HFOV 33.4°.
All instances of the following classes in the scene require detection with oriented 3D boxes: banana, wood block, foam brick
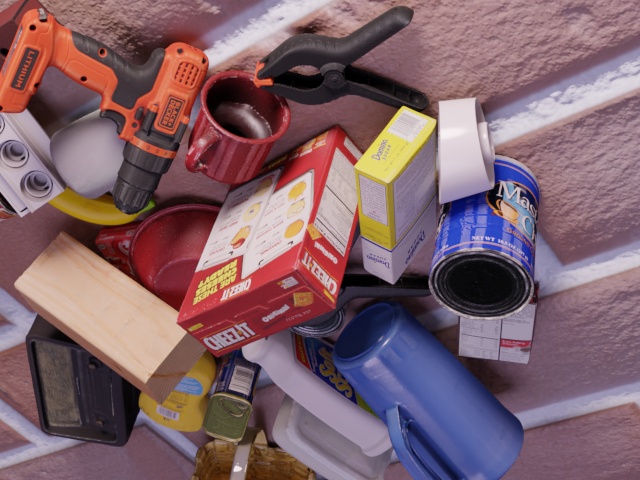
[{"bbox_3d":[-0.290,-0.065,1.228,0.197,0.037,0.070,26,113,-14],"label":"banana"},{"bbox_3d":[-0.247,0.091,1.261,0.206,0.090,0.091,33,162,18],"label":"wood block"},{"bbox_3d":[-0.308,-0.202,1.077,0.078,0.051,0.053,-23,125,33],"label":"foam brick"}]

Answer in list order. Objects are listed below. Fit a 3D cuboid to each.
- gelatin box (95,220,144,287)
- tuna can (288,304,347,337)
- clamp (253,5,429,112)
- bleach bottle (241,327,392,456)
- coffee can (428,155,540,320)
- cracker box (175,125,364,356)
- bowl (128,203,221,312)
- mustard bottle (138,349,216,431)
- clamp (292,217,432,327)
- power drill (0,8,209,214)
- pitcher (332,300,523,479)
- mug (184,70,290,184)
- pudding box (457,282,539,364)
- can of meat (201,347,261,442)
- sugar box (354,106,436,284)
[{"bbox_3d":[-0.219,0.019,1.294,0.073,0.030,0.089,-8,133,21],"label":"gelatin box"},{"bbox_3d":[-0.010,0.078,1.295,0.086,0.033,0.086,8,136,7],"label":"tuna can"},{"bbox_3d":[0.023,-0.161,1.039,0.172,0.039,0.120,-7,130,22],"label":"clamp"},{"bbox_3d":[-0.010,0.169,1.339,0.250,0.102,0.068,34,130,-20],"label":"bleach bottle"},{"bbox_3d":[0.169,-0.004,1.085,0.103,0.140,0.103,8,136,7],"label":"coffee can"},{"bbox_3d":[-0.042,0.001,1.094,0.164,0.213,0.072,-25,123,34],"label":"cracker box"},{"bbox_3d":[-0.146,0.035,1.248,0.162,0.055,0.162,-1,131,-2],"label":"bowl"},{"bbox_3d":[-0.189,0.179,1.430,0.096,0.058,0.192,22,137,5],"label":"mustard bottle"},{"bbox_3d":[0.011,0.036,1.213,0.210,0.036,0.164,-22,125,10],"label":"clamp"},{"bbox_3d":[-0.222,-0.131,1.051,0.187,0.057,0.184,19,102,-25],"label":"power drill"},{"bbox_3d":[0.124,0.195,1.284,0.145,0.149,0.242,-44,111,-3],"label":"pitcher"},{"bbox_3d":[-0.093,-0.105,1.077,0.093,0.117,0.082,41,141,7],"label":"mug"},{"bbox_3d":[0.206,0.094,1.250,0.090,0.039,0.113,6,134,11],"label":"pudding box"},{"bbox_3d":[-0.114,0.203,1.416,0.057,0.084,0.102,17,137,-2],"label":"can of meat"},{"bbox_3d":[0.079,-0.042,1.083,0.048,0.093,0.176,28,151,21],"label":"sugar box"}]
